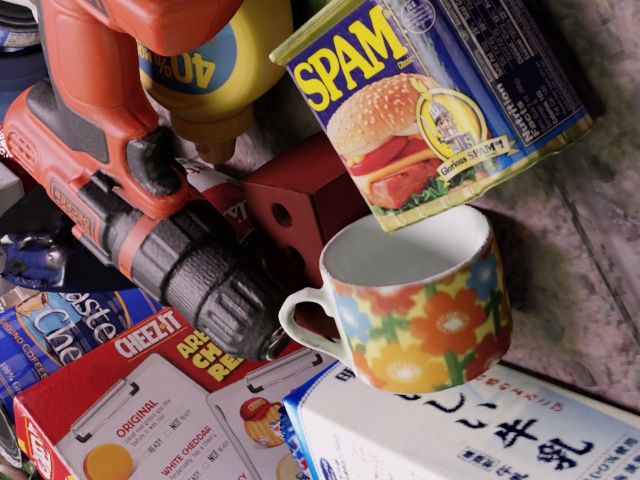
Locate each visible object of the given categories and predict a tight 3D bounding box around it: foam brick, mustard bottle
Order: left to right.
[{"bbox_3d":[-0.056,-0.115,0.477,0.096,0.058,0.192,26,139,29],"label":"mustard bottle"},{"bbox_3d":[0.006,-0.003,0.494,0.053,0.051,0.078,16,130,50],"label":"foam brick"}]

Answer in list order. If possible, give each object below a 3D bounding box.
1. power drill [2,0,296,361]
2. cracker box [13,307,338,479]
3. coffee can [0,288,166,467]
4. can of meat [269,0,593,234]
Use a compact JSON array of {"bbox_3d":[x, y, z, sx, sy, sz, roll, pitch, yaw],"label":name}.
[{"bbox_3d":[-0.073,-0.050,0.450,0.184,0.057,0.188,39,145,20],"label":"power drill"},{"bbox_3d":[-0.036,0.135,0.574,0.214,0.164,0.072,46,147,20],"label":"cracker box"},{"bbox_3d":[-0.183,0.083,0.775,0.103,0.140,0.103,38,145,33],"label":"coffee can"},{"bbox_3d":[0.039,-0.057,0.390,0.084,0.057,0.102,59,151,-4],"label":"can of meat"}]
